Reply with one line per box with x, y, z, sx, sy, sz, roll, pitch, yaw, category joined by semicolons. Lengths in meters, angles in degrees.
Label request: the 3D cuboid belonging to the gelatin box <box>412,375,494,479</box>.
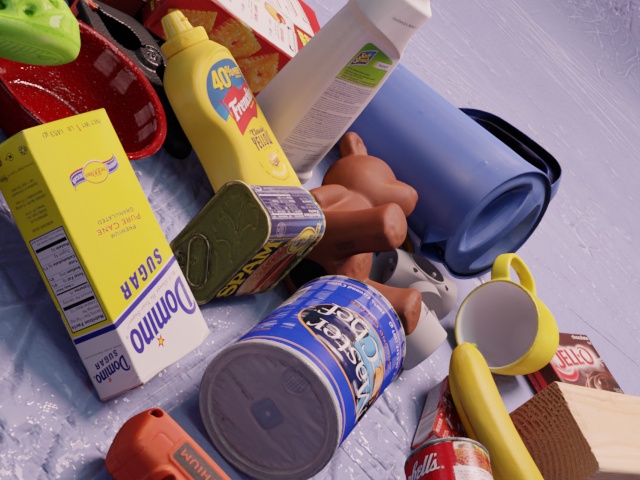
0.121;0.167;0.913;0.073;0.030;0.089;42;29;-6;gelatin box

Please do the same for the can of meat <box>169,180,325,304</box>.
-0.055;0.001;0.825;0.083;0.102;0.057;-3;54;-56;can of meat

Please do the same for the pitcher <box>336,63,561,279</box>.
0.118;-0.087;1.094;0.149;0.145;0.243;17;26;-53;pitcher

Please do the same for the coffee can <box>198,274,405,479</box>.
-0.009;0.095;0.762;0.103;0.103;0.140;47;28;3;coffee can

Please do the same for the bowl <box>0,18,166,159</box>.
-0.200;-0.107;0.822;0.162;0.055;0.162;32;31;-23;bowl

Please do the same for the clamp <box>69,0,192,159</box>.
-0.152;-0.155;0.963;0.171;0.039;0.120;50;26;-2;clamp

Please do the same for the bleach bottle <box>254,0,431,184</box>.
0.022;-0.155;0.967;0.102;0.251;0.068;2;51;-52;bleach bottle

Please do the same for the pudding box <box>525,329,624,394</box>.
0.262;0.141;1.121;0.113;0.039;0.090;11;43;-46;pudding box

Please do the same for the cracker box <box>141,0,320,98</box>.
-0.086;-0.225;1.086;0.213;0.072;0.164;32;29;-37;cracker box

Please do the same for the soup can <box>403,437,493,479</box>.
0.102;0.208;0.797;0.068;0.069;0.102;29;33;-27;soup can

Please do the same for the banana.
0.149;0.157;0.892;0.069;0.037;0.198;17;41;-41;banana

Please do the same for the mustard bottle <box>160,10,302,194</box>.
-0.084;-0.106;0.913;0.191;0.058;0.096;63;27;-5;mustard bottle

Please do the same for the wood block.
0.262;0.200;0.991;0.205;0.091;0.090;16;41;-43;wood block

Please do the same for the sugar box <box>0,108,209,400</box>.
-0.143;0.006;0.706;0.176;0.048;0.093;63;29;-4;sugar box
